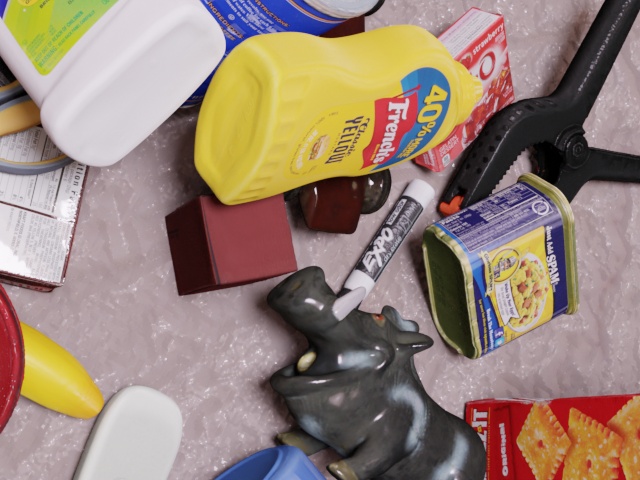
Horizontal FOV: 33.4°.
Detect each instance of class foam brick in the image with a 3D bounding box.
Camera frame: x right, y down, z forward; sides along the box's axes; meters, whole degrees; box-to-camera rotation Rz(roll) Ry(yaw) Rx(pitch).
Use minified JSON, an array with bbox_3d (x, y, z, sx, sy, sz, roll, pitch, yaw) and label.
[{"bbox_3d":[-0.054,0.001,0.632,0.051,0.078,0.053,-9,87,-24],"label":"foam brick"}]

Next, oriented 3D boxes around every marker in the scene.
[{"bbox_3d":[0.038,0.010,0.705,0.020,0.020,0.121,40,69,-15],"label":"marker"}]

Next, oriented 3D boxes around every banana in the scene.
[{"bbox_3d":[-0.214,0.062,0.577,0.197,0.037,0.070,4,106,-22],"label":"banana"}]

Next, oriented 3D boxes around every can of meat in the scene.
[{"bbox_3d":[0.118,0.019,0.700,0.083,0.057,0.102,-25,126,-18],"label":"can of meat"}]

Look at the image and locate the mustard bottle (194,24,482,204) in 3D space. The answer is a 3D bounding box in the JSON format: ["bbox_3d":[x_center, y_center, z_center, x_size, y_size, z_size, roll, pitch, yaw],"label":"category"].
[{"bbox_3d":[0.024,-0.077,0.608,0.191,0.096,0.058,-15,54,-40],"label":"mustard bottle"}]

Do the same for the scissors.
[{"bbox_3d":[-0.214,-0.061,0.558,0.201,0.016,0.096,-15,85,-28],"label":"scissors"}]

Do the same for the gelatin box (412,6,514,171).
[{"bbox_3d":[0.092,-0.101,0.719,0.089,0.030,0.073,-43,139,-23],"label":"gelatin box"}]

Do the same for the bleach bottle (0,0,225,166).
[{"bbox_3d":[-0.161,-0.158,0.566,0.102,0.068,0.251,-43,67,2],"label":"bleach bottle"}]

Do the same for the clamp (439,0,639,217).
[{"bbox_3d":[0.170,-0.079,0.749,0.209,0.036,0.164,-27,117,-21],"label":"clamp"}]

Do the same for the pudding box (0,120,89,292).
[{"bbox_3d":[-0.191,-0.027,0.596,0.113,0.039,0.090,16,75,-24],"label":"pudding box"}]

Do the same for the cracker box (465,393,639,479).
[{"bbox_3d":[0.213,0.130,0.662,0.164,0.214,0.072,7,78,-24],"label":"cracker box"}]
